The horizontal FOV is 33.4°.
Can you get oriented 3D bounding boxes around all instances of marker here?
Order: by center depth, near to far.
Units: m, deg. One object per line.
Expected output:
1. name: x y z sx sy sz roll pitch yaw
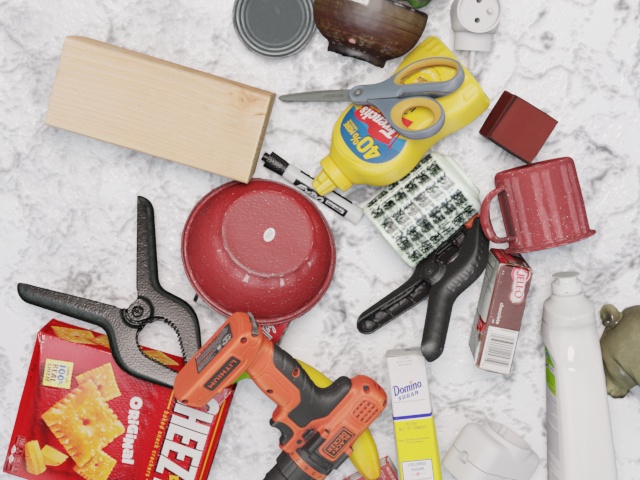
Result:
1. marker: -0.009 -0.056 1.113 0.121 0.020 0.020 33 99 -3

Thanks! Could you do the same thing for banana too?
1. banana: -0.007 0.176 1.136 0.197 0.037 0.069 35 68 -7

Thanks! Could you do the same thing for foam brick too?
1. foam brick: 0.196 -0.114 1.067 0.051 0.078 0.053 31 101 -4

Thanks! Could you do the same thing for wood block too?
1. wood block: -0.157 -0.133 1.071 0.206 0.090 0.091 16 100 -1

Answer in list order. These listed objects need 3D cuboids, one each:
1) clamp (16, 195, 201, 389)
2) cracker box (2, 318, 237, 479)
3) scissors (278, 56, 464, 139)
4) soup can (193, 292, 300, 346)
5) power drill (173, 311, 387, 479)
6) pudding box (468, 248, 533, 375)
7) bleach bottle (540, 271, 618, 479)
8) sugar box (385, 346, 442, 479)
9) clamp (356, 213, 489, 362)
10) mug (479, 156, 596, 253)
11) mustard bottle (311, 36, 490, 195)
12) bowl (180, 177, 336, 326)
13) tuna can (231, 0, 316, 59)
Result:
1. clamp: -0.183 0.066 1.095 0.210 0.036 0.164 43 77 7
2. cracker box: -0.213 0.194 1.137 0.213 0.072 0.164 17 99 -1
3. scissors: 0.045 -0.128 1.043 0.202 0.016 0.096 -12 57 25
4. soup can: -0.073 0.057 1.111 0.102 0.068 0.068 28 99 -2
5. power drill: -0.052 0.173 1.061 0.187 0.057 0.184 39 97 -23
6. pudding box: 0.183 0.070 1.092 0.039 0.090 0.113 13 100 1
7. bleach bottle: 0.263 0.158 1.097 0.068 0.102 0.251 -7 100 -2
8. sugar box: 0.098 0.201 1.101 0.048 0.093 0.176 -5 89 4
9. clamp: 0.111 0.044 1.093 0.171 0.120 0.039 -56 132 -23
10. mug: 0.211 -0.034 1.070 0.117 0.093 0.081 -15 94 -18
11. mustard bottle: 0.069 -0.111 1.071 0.192 0.058 0.096 -40 61 9
12. bowl: -0.057 0.001 1.068 0.162 0.055 0.162 4 69 -11
13. tuna can: -0.045 -0.226 1.078 0.086 0.033 0.086 0 100 2
